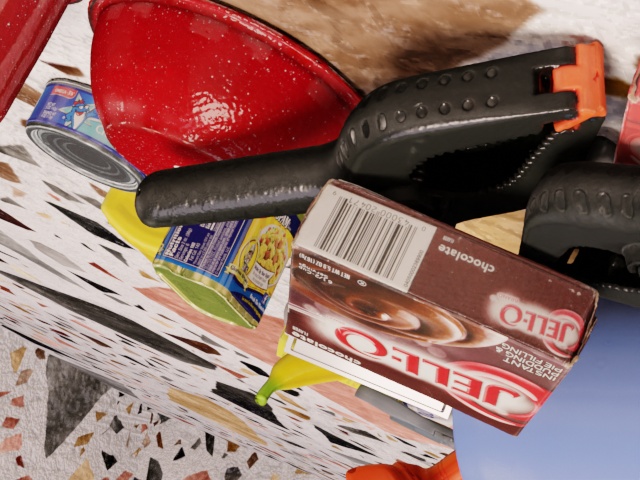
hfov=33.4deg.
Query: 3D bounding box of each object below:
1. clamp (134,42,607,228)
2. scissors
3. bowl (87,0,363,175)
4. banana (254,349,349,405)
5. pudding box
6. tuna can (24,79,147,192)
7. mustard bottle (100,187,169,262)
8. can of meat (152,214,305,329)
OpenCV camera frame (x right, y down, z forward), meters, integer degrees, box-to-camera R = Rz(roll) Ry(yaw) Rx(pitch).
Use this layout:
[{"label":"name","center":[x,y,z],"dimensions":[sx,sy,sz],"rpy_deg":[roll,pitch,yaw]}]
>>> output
[{"label":"clamp","center":[0.043,-0.023,0.447],"dimensions":[0.164,0.036,0.210],"rpy_deg":[18,154,-36]},{"label":"scissors","center":[0.089,0.152,0.872],"dimensions":[0.096,0.016,0.202],"rpy_deg":[31,170,-13]},{"label":"bowl","center":[-0.053,-0.056,0.527],"dimensions":[0.162,0.055,0.162],"rpy_deg":[23,165,6]},{"label":"banana","center":[0.045,0.108,0.879],"dimensions":[0.197,0.069,0.037],"rpy_deg":[-3,139,-1]},{"label":"pudding box","center":[0.043,0.030,0.427],"dimensions":[0.113,0.039,0.090],"rpy_deg":[25,154,9]},{"label":"tuna can","center":[-0.141,-0.064,0.673],"dimensions":[0.086,0.033,0.086],"rpy_deg":[23,165,6]},{"label":"mustard bottle","center":[-0.089,0.013,0.810],"dimensions":[0.096,0.058,0.191],"rpy_deg":[21,165,19]},{"label":"can of meat","center":[-0.054,0.001,0.664],"dimensions":[0.057,0.084,0.102],"rpy_deg":[18,164,20]}]
